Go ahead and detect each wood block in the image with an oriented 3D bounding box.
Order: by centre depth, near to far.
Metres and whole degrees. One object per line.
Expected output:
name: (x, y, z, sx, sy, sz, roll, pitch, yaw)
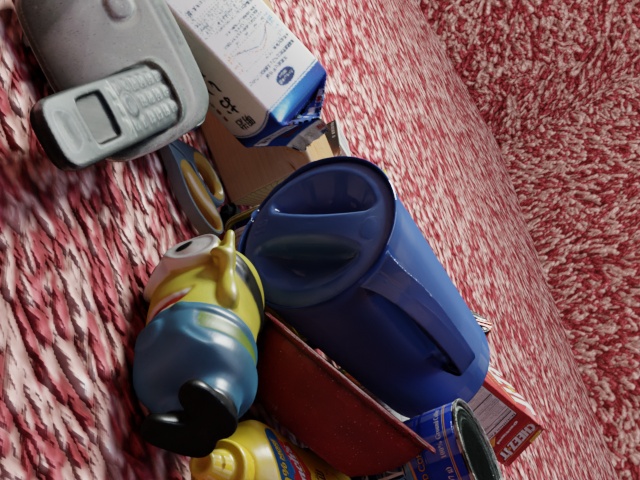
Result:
wood block: (-0.070, -0.145, 1.019, 0.206, 0.091, 0.090, 67, 16, 7)

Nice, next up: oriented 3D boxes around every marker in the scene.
marker: (-0.056, 0.001, 0.977, 0.121, 0.020, 0.020, 47, 24, -48)

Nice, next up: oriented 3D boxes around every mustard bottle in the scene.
mustard bottle: (-0.032, 0.174, 0.728, 0.191, 0.058, 0.096, 42, 25, -54)

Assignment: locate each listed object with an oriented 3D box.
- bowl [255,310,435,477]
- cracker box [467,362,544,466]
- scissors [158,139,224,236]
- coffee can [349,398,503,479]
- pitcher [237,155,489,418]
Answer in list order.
bowl: (0.004, 0.122, 0.777, 0.162, 0.055, 0.162, 40, -4, 3)
cracker box: (0.136, 0.138, 1.173, 0.213, 0.072, 0.164, 39, 8, -42)
scissors: (-0.130, -0.095, 0.890, 0.202, 0.016, 0.096, 64, 14, -7)
coffee can: (0.067, 0.200, 0.858, 0.102, 0.140, 0.103, 56, 18, -30)
pitcher: (0.054, 0.056, 0.859, 0.242, 0.145, 0.149, 48, 32, -45)
